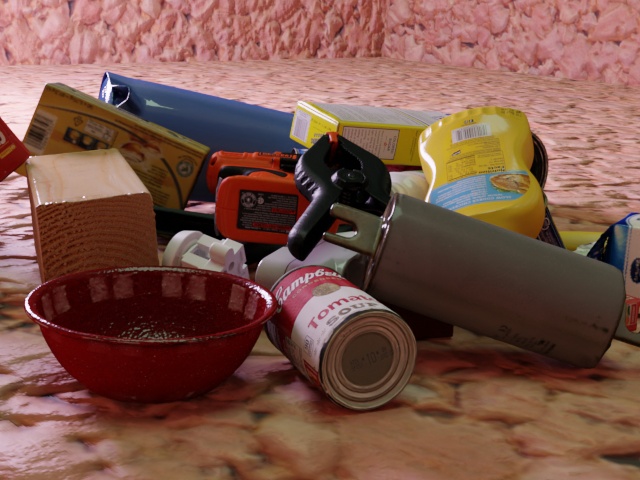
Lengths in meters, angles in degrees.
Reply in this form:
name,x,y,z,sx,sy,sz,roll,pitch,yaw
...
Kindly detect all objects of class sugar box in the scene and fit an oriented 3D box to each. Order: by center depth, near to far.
name,x,y,z,sx,sy,sz,roll,pitch,yaw
sugar box,0.068,-0.106,1.080,0.175,0.048,0.093,3,19,-30

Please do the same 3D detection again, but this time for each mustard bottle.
name,x,y,z,sx,sy,sz,roll,pitch,yaw
mustard bottle,0.130,-0.032,0.859,0.096,0.058,0.191,-10,38,12

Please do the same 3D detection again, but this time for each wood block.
name,x,y,z,sx,sy,sz,roll,pitch,yaw
wood block,-0.197,-0.014,0.905,0.090,0.091,0.206,-8,16,-15

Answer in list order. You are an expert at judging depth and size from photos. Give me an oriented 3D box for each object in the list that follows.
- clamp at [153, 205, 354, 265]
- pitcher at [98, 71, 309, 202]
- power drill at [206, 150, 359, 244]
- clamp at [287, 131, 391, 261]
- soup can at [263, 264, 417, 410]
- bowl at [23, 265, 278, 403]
name,x,y,z,sx,sy,sz,roll,pitch,yaw
clamp,-0.056,0.001,0.989,0.209,0.036,0.165,0,19,-24
pitcher,-0.137,-0.099,1.195,0.242,0.145,0.149,8,15,-17
power drill,-0.020,-0.042,0.981,0.184,0.057,0.187,3,12,0
clamp,0.014,-0.033,0.840,0.120,0.039,0.171,1,31,-23
soup can,0.011,0.061,0.694,0.068,0.068,0.102,-3,16,-22
bowl,-0.109,0.063,0.692,0.162,0.055,0.162,2,14,-1
